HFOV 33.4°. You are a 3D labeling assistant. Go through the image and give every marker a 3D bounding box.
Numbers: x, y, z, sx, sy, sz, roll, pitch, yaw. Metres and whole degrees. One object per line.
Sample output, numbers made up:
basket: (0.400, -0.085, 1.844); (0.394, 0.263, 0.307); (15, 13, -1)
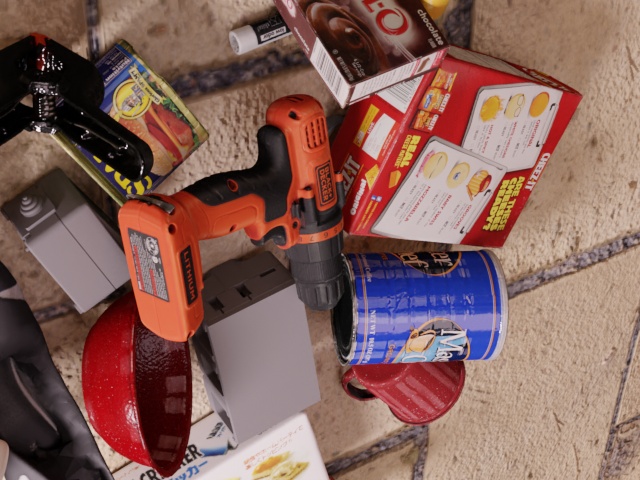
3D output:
marker: (-0.013, -0.171, 0.818); (0.121, 0.020, 0.020); (-25, 132, -21)

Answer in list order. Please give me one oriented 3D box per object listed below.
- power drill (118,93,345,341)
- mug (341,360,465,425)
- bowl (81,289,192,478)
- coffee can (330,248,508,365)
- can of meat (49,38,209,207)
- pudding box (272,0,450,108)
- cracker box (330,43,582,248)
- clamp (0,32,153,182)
power drill: (-0.055, 0.001, 0.803); (0.187, 0.057, 0.184); (-32, 123, -40)
mug: (0.074, 0.129, 1.061); (0.117, 0.093, 0.081); (-23, 137, 26)
bowl: (-0.149, 0.109, 0.854); (0.055, 0.162, 0.162); (-6, 131, 8)
coffee can: (0.087, 0.060, 0.969); (0.140, 0.103, 0.103); (-1, 123, -11)
can of meat: (-0.140, -0.081, 0.765); (0.084, 0.058, 0.102); (-44, 137, -6)
pudding box: (0.028, -0.163, 0.790); (0.090, 0.113, 0.039); (-25, 166, -20)
cracker box: (0.111, -0.083, 0.927); (0.213, 0.072, 0.164); (4, 119, -46)
clamp: (-0.162, -0.082, 0.661); (0.120, 0.171, 0.039); (11, 122, -13)
